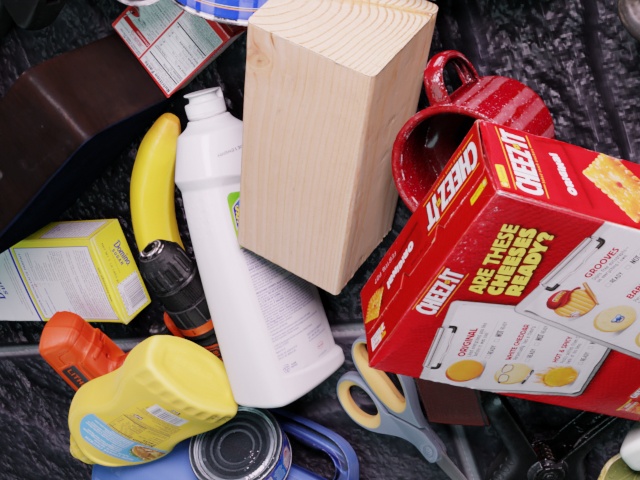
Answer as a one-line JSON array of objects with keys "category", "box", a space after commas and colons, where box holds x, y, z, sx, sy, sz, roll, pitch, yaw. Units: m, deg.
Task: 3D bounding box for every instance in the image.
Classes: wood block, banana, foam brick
[{"category": "wood block", "box": [0.006, -0.072, 0.732, 0.091, 0.090, 0.206, 28, 141, 17]}, {"category": "banana", "box": [-0.129, -0.014, 0.921, 0.069, 0.037, 0.198, -12, 115, 7]}, {"category": "foam brick", "box": [0.106, 0.096, 0.820, 0.051, 0.052, 0.078, -6, 112, 35]}]

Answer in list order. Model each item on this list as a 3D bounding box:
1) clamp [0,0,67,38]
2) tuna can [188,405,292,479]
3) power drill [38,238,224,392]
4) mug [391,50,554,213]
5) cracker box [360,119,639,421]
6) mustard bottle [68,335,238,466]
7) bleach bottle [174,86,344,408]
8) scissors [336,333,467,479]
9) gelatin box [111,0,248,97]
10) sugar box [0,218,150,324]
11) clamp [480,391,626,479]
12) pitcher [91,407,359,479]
[{"category": "clamp", "box": [-0.243, -0.226, 0.821, 0.210, 0.036, 0.164, 28, 132, 55]}, {"category": "tuna can", "box": [-0.070, 0.184, 0.923, 0.086, 0.086, 0.033, 17, 151, 24]}, {"category": "power drill", "box": [-0.150, 0.082, 0.927, 0.188, 0.057, 0.184, -13, 129, 29]}, {"category": "mug", "box": [0.101, -0.070, 0.708, 0.093, 0.081, 0.117, -16, 107, 38]}, {"category": "cracker box", "box": [0.155, 0.026, 0.668, 0.213, 0.072, 0.164, 14, 133, -20]}, {"category": "mustard bottle", "box": [-0.160, 0.150, 0.917, 0.096, 0.058, 0.192, 32, 134, -27]}, {"category": "bleach bottle", "box": [-0.056, 0.001, 0.852, 0.068, 0.102, 0.251, -4, 107, 38]}, {"category": "scissors", "box": [0.077, 0.171, 0.880, 0.096, 0.016, 0.202, -40, 78, 49]}, {"category": "gelatin box", "box": [-0.110, -0.165, 0.823, 0.073, 0.030, 0.089, 51, 131, -5]}, {"category": "sugar box", "box": [-0.252, 0.030, 1.017, 0.177, 0.048, 0.093, 1, 119, 36]}, {"category": "clamp", "box": [0.179, 0.160, 0.807, 0.120, 0.039, 0.171, -3, 133, 2]}, {"category": "pitcher", "box": [-0.084, 0.233, 0.984, 0.243, 0.149, 0.145, 24, 142, 23]}]
